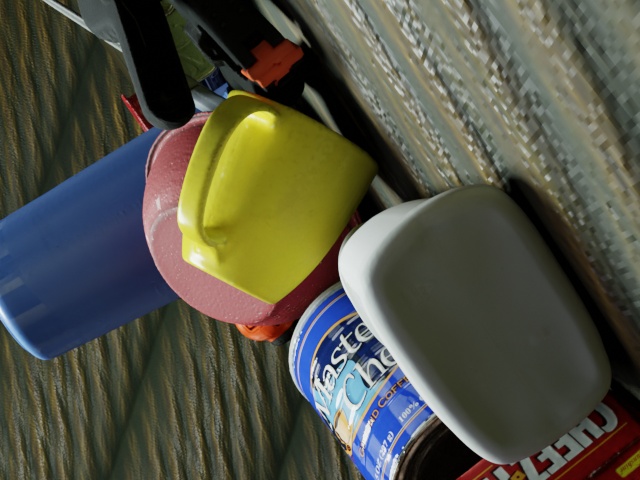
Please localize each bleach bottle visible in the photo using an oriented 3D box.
[{"bbox_3d":[0.045,0.022,0.496,0.102,0.068,0.251,56,177,-8],"label":"bleach bottle"}]

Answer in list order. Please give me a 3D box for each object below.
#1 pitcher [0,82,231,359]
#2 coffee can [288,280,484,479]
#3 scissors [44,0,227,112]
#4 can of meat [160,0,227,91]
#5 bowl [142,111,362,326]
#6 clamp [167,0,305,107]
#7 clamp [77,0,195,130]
[{"bbox_3d":[-0.125,-0.007,0.807,0.149,0.243,0.145,62,176,-13],"label":"pitcher"},{"bbox_3d":[0.055,0.094,0.629,0.102,0.102,0.140,58,173,-35],"label":"coffee can"},{"bbox_3d":[-0.087,-0.097,0.697,0.202,0.016,0.096,32,177,10],"label":"scissors"},{"bbox_3d":[-0.115,-0.151,0.822,0.102,0.057,0.084,57,178,8],"label":"can of meat"},{"bbox_3d":[-0.054,0.001,0.673,0.162,0.055,0.162,18,134,19],"label":"bowl"},{"bbox_3d":[-0.051,-0.115,0.612,0.164,0.036,0.210,51,177,-35],"label":"clamp"},{"bbox_3d":[-0.092,-0.143,0.538,0.039,0.120,0.172,3,-151,-34],"label":"clamp"}]
